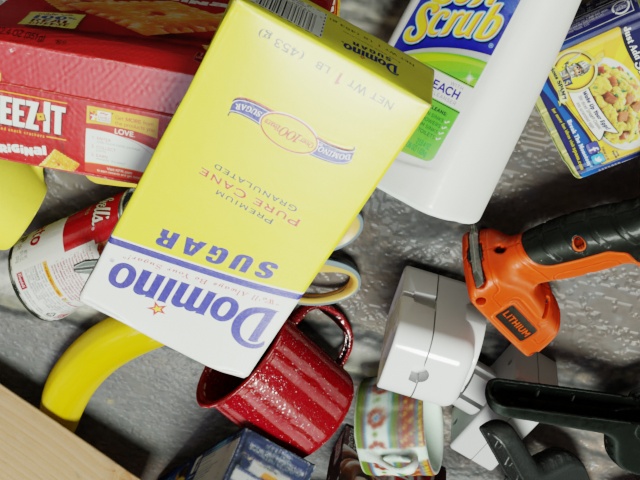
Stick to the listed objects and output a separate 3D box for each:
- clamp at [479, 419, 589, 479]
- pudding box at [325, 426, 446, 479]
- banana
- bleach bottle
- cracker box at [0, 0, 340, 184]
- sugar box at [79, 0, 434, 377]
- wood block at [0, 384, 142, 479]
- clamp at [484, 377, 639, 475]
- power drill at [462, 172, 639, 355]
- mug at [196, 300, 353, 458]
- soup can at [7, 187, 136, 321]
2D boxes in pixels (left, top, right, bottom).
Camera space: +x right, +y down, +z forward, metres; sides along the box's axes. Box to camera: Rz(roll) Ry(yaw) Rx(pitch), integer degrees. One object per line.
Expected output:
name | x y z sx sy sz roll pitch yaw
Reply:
clamp | 0.139 0.193 0.770 0.171 0.039 0.120 25 103 -44
pudding box | 0.048 0.200 0.804 0.090 0.113 0.039 24 119 -5
banana | -0.166 0.100 0.827 0.198 0.037 0.069 -34 109 25
bleach bottle | 0.097 -0.141 0.609 0.103 0.067 0.251 34 106 38
cracker box | -0.082 -0.104 0.596 0.164 0.213 0.072 11 119 3
sugar box | -0.033 -0.022 0.483 0.093 0.048 0.176 27 120 -9
wood block | -0.245 0.187 0.832 0.206 0.090 0.090 35 138 -2
clamp | 0.235 0.112 0.728 0.165 0.036 0.209 -34 129 28
power drill | 0.201 0.014 0.688 0.188 0.057 0.184 -24 136 25
mug | -0.023 0.097 0.781 0.081 0.093 0.117 42 82 -20
soup can | -0.161 0.011 0.759 0.102 0.068 0.068 -21 114 21
